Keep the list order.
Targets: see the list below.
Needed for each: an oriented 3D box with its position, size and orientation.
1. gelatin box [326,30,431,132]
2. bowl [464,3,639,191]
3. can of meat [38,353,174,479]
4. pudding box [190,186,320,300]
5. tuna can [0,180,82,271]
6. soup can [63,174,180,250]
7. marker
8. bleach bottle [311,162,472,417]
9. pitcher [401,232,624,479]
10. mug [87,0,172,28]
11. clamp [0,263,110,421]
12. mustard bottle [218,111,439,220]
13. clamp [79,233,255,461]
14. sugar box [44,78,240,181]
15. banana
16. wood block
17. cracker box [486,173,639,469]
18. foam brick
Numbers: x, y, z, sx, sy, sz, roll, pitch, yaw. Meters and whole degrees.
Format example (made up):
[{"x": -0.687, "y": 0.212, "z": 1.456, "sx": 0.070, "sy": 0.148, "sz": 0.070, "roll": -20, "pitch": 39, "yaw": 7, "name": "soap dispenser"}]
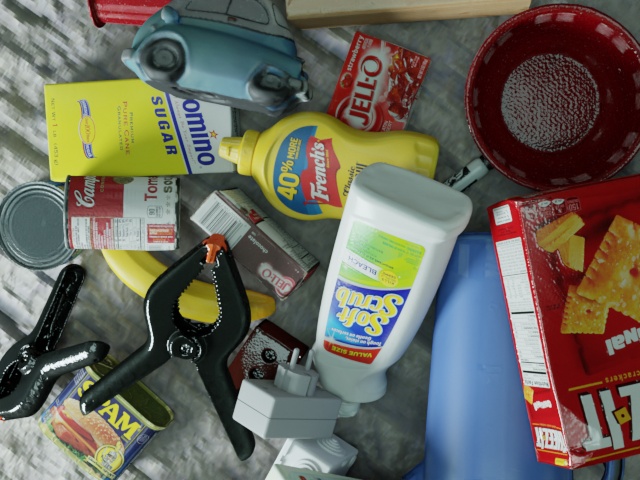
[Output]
[{"x": 0.052, "y": -0.135, "z": 0.970, "sx": 0.073, "sy": 0.030, "sz": 0.089, "roll": 22, "pitch": 98, "yaw": 6, "name": "gelatin box"}, {"x": 0.205, "y": -0.122, "z": 0.932, "sx": 0.162, "sy": 0.055, "sz": 0.162, "roll": 0, "pitch": 94, "yaw": 3, "name": "bowl"}, {"x": -0.207, "y": 0.171, "z": 1.025, "sx": 0.102, "sy": 0.057, "sz": 0.084, "roll": 41, "pitch": 102, "yaw": 2, "name": "can of meat"}, {"x": -0.056, "y": 0.001, "z": 0.969, "sx": 0.113, "sy": 0.090, "sz": 0.039, "roll": 44, "pitch": 98, "yaw": 3, "name": "pudding box"}, {"x": -0.266, "y": -0.015, "z": 1.025, "sx": 0.086, "sy": 0.033, "sz": 0.086, "roll": 1, "pitch": 96, "yaw": 8, "name": "tuna can"}, {"x": -0.179, "y": -0.025, "z": 0.972, "sx": 0.102, "sy": 0.068, "sz": 0.068, "roll": 1, "pitch": 96, "yaw": -7, "name": "soup can"}, {"x": 0.123, "y": -0.050, "z": 0.973, "sx": 0.121, "sy": 0.020, "sz": 0.020, "roll": -37, "pitch": 90, "yaw": 10, "name": "marker"}, {"x": 0.051, "y": 0.060, "z": 0.932, "sx": 0.103, "sy": 0.068, "sz": 0.251, "roll": 24, "pitch": 127, "yaw": 16, "name": "bleach bottle"}, {"x": 0.165, "y": 0.117, "z": 0.921, "sx": 0.149, "sy": 0.145, "sz": 0.243, "roll": 3, "pitch": 87, "yaw": -26, "name": "pitcher"}, {"x": -0.158, "y": -0.247, "z": 0.962, "sx": 0.081, "sy": 0.093, "sz": 0.117, "roll": 5, "pitch": 85, "yaw": 3, "name": "mug"}, {"x": -0.268, "y": 0.105, "z": 1.024, "sx": 0.172, "sy": 0.120, "sz": 0.039, "roll": -38, "pitch": 132, "yaw": 22, "name": "clamp"}, {"x": 0.004, "y": -0.063, "z": 0.947, "sx": 0.191, "sy": 0.058, "sz": 0.096, "roll": 13, "pitch": 106, "yaw": 5, "name": "mustard bottle"}, {"x": -0.126, "y": 0.091, "z": 0.943, "sx": 0.164, "sy": 0.036, "sz": 0.210, "roll": 10, "pitch": 111, "yaw": 0, "name": "clamp"}, {"x": -0.164, "y": -0.105, "z": 0.996, "sx": 0.176, "sy": 0.048, "sz": 0.093, "roll": -3, "pitch": 95, "yaw": 10, "name": "sugar box"}, {"x": -0.139, "y": 0.033, "z": 1.010, "sx": 0.198, "sy": 0.037, "sz": 0.070, "roll": 34, "pitch": 100, "yaw": 4, "name": "banana"}, {"x": 0.076, "y": -0.239, "z": 0.926, "sx": 0.206, "sy": 0.090, "sz": 0.091, "roll": -2, "pitch": 94, "yaw": 9, "name": "wood block"}, {"x": 0.238, "y": 0.058, "z": 0.848, "sx": 0.164, "sy": 0.072, "sz": 0.214, "roll": -10, "pitch": 87, "yaw": -12, "name": "cracker box"}, {"x": -0.055, "y": 0.121, "z": 1.000, "sx": 0.053, "sy": 0.051, "sz": 0.078, "roll": 33, "pitch": 99, "yaw": 4, "name": "foam brick"}]
